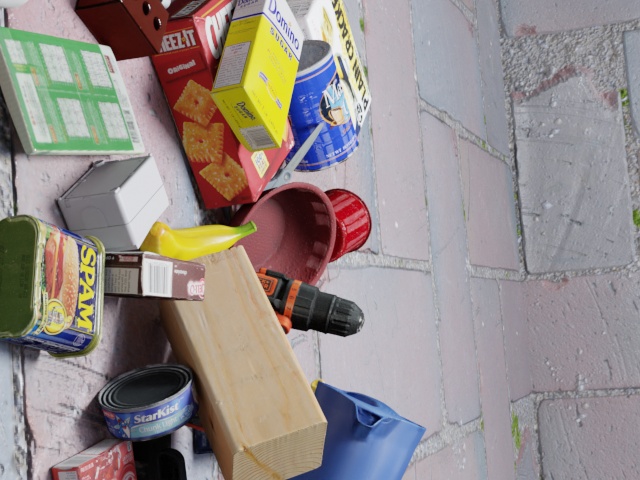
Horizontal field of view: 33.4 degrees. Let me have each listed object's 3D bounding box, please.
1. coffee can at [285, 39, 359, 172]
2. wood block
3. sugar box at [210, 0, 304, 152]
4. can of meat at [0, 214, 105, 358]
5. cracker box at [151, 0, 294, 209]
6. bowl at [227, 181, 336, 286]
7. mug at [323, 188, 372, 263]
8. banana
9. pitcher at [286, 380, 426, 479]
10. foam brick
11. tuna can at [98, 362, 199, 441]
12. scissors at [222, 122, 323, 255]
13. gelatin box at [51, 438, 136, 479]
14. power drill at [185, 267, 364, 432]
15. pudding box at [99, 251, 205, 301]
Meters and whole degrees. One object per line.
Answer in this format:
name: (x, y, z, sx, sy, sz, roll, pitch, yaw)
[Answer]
coffee can: (-0.017, -0.174, 1.380, 0.102, 0.103, 0.140, -68, 146, -52)
wood block: (-0.078, 0.118, 0.994, 0.091, 0.090, 0.206, 97, -29, -52)
sugar box: (-0.063, -0.189, 1.137, 0.093, 0.048, 0.176, 58, 34, -45)
can of meat: (-0.219, 0.036, 0.844, 0.083, 0.058, 0.102, 31, 55, -62)
cracker box: (-0.104, -0.167, 1.186, 0.164, 0.072, 0.213, -61, 140, -58)
bowl: (-0.058, 0.002, 1.228, 0.161, 0.055, 0.162, -23, 126, -36)
mug: (0.005, -0.026, 1.435, 0.117, 0.093, 0.081, 52, 28, 2)
banana: (-0.137, -0.001, 1.063, 0.037, 0.070, 0.197, 54, 20, 11)
pitcher: (0.014, 0.291, 1.205, 0.149, 0.145, 0.243, 28, 84, -41)
foam brick: (-0.186, -0.215, 1.009, 0.078, 0.051, 0.053, 55, 35, -53)
tuna can: (-0.152, 0.143, 0.950, 0.086, 0.086, 0.034, -51, 133, -62)
scissors: (-0.058, -0.079, 1.276, 0.096, 0.016, 0.201, 41, 66, -47)
gelatin box: (-0.188, 0.215, 0.911, 0.089, 0.030, 0.073, -17, 101, -69)
power drill: (-0.061, 0.115, 1.095, 0.057, 0.184, 0.187, 94, 13, -50)
pudding box: (-0.165, 0.033, 0.936, 0.113, 0.090, 0.039, 20, 72, -67)
